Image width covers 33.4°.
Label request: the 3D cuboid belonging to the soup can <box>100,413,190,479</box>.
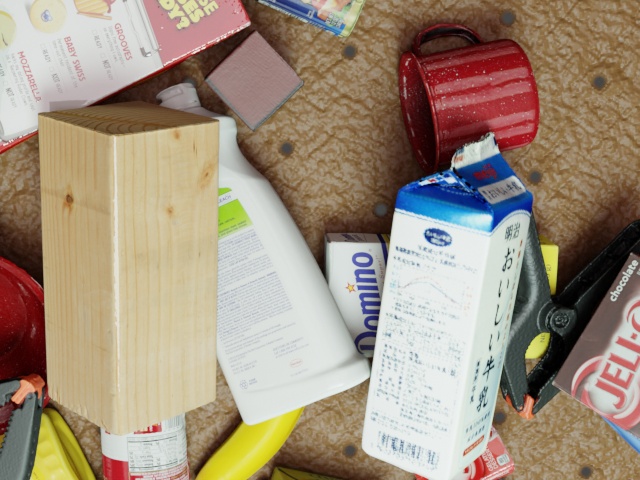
[{"bbox_3d":[-0.133,0.159,0.817,0.068,0.068,0.102,-2,98,-4],"label":"soup can"}]

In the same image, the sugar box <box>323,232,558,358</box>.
[{"bbox_3d":[0.090,0.043,0.826,0.176,0.048,0.093,0,101,-6],"label":"sugar box"}]

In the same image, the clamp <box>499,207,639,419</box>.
[{"bbox_3d":[0.163,0.045,0.787,0.120,0.039,0.171,21,97,-13],"label":"clamp"}]

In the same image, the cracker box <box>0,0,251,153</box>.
[{"bbox_3d":[-0.181,-0.178,0.761,0.213,0.072,0.164,-27,101,-1],"label":"cracker box"}]

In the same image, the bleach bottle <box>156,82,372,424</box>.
[{"bbox_3d":[-0.055,0.001,0.782,0.103,0.068,0.251,-23,85,15],"label":"bleach bottle"}]

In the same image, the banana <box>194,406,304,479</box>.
[{"bbox_3d":[-0.042,0.115,0.836,0.070,0.037,0.198,17,96,13],"label":"banana"}]

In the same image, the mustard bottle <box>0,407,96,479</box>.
[{"bbox_3d":[-0.271,0.213,0.820,0.191,0.058,0.096,-28,88,1],"label":"mustard bottle"}]

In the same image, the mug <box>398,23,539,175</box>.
[{"bbox_3d":[0.106,-0.112,0.790,0.081,0.093,0.117,-13,63,-7],"label":"mug"}]

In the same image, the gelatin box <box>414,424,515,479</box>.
[{"bbox_3d":[0.099,0.154,0.833,0.073,0.030,0.089,-25,68,1],"label":"gelatin box"}]

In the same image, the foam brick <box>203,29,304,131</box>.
[{"bbox_3d":[-0.049,-0.116,0.776,0.051,0.078,0.053,-44,101,3],"label":"foam brick"}]

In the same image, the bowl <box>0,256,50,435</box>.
[{"bbox_3d":[-0.267,0.067,0.791,0.162,0.055,0.162,-2,112,-5],"label":"bowl"}]

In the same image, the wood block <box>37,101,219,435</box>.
[{"bbox_3d":[-0.132,0.016,0.740,0.090,0.091,0.206,-15,114,-44],"label":"wood block"}]

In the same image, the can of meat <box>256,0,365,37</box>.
[{"bbox_3d":[-0.001,-0.208,0.777,0.084,0.057,0.102,22,96,-9],"label":"can of meat"}]

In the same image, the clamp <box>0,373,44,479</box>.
[{"bbox_3d":[-0.283,0.172,0.770,0.164,0.036,0.210,35,94,-2],"label":"clamp"}]
